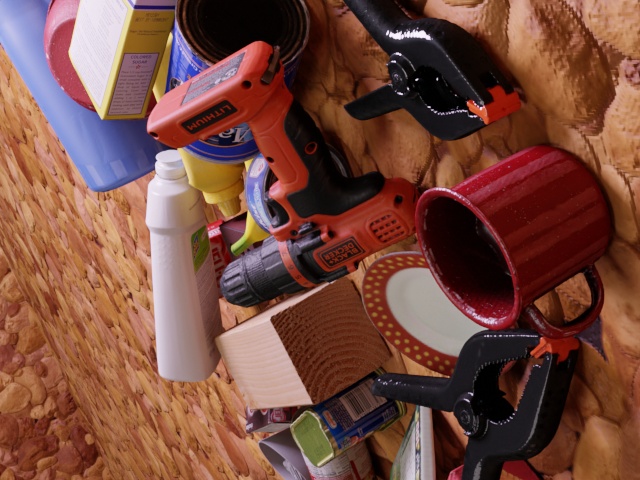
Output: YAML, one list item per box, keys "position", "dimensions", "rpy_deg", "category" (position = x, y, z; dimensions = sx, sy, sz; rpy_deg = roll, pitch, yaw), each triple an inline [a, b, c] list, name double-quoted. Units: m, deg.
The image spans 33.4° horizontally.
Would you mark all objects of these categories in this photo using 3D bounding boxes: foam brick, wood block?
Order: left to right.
- position: [-0.057, 0.001, 1.053]
  dimensions: [0.078, 0.051, 0.053]
  rpy_deg: [13, 127, 62]
  category: "foam brick"
- position: [-0.024, 0.106, 1.055]
  dimensions: [0.091, 0.090, 0.206]
  rpy_deg: [62, 158, 0]
  category: "wood block"

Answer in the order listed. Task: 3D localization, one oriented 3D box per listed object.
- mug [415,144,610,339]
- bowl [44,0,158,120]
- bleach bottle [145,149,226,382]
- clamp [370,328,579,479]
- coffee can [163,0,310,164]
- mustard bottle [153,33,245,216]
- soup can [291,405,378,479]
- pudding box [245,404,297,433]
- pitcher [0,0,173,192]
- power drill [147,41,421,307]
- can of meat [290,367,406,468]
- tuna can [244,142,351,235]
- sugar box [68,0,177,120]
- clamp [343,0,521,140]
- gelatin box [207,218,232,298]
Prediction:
- position: [0.123, 0.004, 0.632]
  dimensions: [0.117, 0.081, 0.093]
  rpy_deg: [55, 157, 16]
  category: "mug"
- position: [-0.217, -0.187, 1.064]
  dimensions: [0.162, 0.055, 0.162]
  rpy_deg: [11, 121, 18]
  category: "bowl"
- position: [-0.144, 0.021, 1.122]
  dimensions: [0.102, 0.068, 0.251]
  rpy_deg: [-76, -14, -60]
  category: "bleach bottle"
- position: [0.119, 0.136, 0.771]
  dimensions: [0.210, 0.036, 0.164]
  rpy_deg: [-47, 57, 48]
  category: "clamp"
- position: [-0.071, -0.138, 0.856]
  dimensions: [0.103, 0.102, 0.140]
  rpy_deg: [56, 157, 14]
  category: "coffee can"
- position: [-0.116, -0.110, 1.022]
  dimensions: [0.096, 0.058, 0.191]
  rpy_deg: [-92, -15, -66]
  category: "mustard bottle"
- position: [0.015, 0.226, 1.137]
  dimensions: [0.069, 0.068, 0.102]
  rpy_deg: [18, 132, 59]
  category: "soup can"
- position: [-0.056, 0.170, 1.214]
  dimensions: [0.114, 0.039, 0.090]
  rpy_deg: [133, 140, -68]
  category: "pudding box"
- position: [-0.267, -0.182, 1.201]
  dimensions: [0.243, 0.145, 0.149]
  rpy_deg: [65, -159, -15]
  category: "pitcher"
- position: [-0.041, -0.041, 0.793]
  dimensions: [0.187, 0.185, 0.057]
  rpy_deg: [49, -152, -27]
  category: "power drill"
- position: [0.025, 0.173, 1.035]
  dimensions: [0.057, 0.083, 0.102]
  rpy_deg: [57, 157, 12]
  category: "can of meat"
- position: [-0.017, -0.042, 0.873]
  dimensions: [0.034, 0.086, 0.086]
  rpy_deg: [10, 125, 60]
  category: "tuna can"
- position: [-0.152, -0.192, 0.851]
  dimensions: [0.093, 0.048, 0.176]
  rpy_deg: [58, 137, 31]
  category: "sugar box"
- position: [0.058, -0.121, 0.688]
  dimensions: [0.172, 0.039, 0.120]
  rpy_deg: [24, 142, 51]
  category: "clamp"
- position: [-0.131, 0.029, 1.211]
  dimensions: [0.030, 0.073, 0.089]
  rpy_deg: [47, 155, 48]
  category: "gelatin box"
